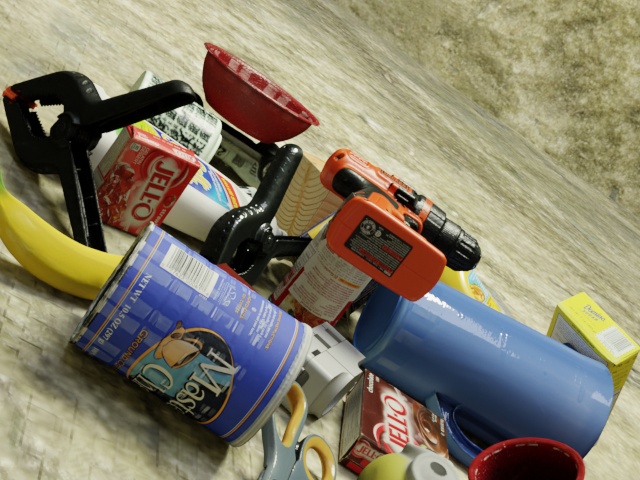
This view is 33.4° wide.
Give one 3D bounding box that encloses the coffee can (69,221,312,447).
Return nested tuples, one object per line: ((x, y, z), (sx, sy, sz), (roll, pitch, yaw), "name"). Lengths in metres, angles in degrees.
((-0.091, 0.067, 0.761), (0.140, 0.103, 0.103), (34, 18, -10), "coffee can")

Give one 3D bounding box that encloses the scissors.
((-0.025, 0.181, 0.743), (0.096, 0.016, 0.201), (53, 26, -26), "scissors")

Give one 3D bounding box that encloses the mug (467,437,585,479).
((0.159, 0.222, 0.863), (0.093, 0.117, 0.081), (-125, -158, -66), "mug")

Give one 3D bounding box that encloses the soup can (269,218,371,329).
((0.007, 0.037, 1.022), (0.068, 0.102, 0.068), (34, 18, -13), "soup can")

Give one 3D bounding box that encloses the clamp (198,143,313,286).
((-0.057, 0.001, 1.003), (0.039, 0.171, 0.120), (11, -44, 38), "clamp")

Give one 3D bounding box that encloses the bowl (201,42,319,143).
((-0.081, -0.160, 1.232), (0.162, 0.055, 0.162), (34, 12, -8), "bowl")

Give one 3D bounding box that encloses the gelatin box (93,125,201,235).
((-0.160, -0.051, 0.939), (0.073, 0.089, 0.030), (24, 23, -37), "gelatin box")

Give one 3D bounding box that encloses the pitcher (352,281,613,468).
((0.154, 0.135, 1.051), (0.242, 0.145, 0.149), (29, 8, -14), "pitcher")

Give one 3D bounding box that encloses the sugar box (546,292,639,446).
((0.283, 0.150, 1.174), (0.048, 0.176, 0.093), (-22, 52, -22), "sugar box")

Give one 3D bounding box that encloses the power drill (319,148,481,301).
((0.076, -0.007, 1.001), (0.184, 0.057, 0.187), (32, 15, -5), "power drill")

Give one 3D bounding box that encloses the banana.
((-0.173, 0.012, 0.814), (0.037, 0.069, 0.197), (-4, -25, 45), "banana")

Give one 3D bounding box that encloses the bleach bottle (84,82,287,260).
((-0.133, -0.051, 1.035), (0.250, 0.068, 0.102), (30, 26, -29), "bleach bottle")

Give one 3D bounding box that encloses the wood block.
((0.038, -0.020, 1.227), (0.205, 0.091, 0.090), (21, 19, -44), "wood block")

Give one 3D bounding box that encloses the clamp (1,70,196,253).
((-0.199, -0.097, 0.906), (0.210, 0.164, 0.036), (39, 7, 37), "clamp")

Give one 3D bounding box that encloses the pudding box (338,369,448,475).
((0.063, 0.170, 0.907), (0.090, 0.039, 0.113), (34, 18, -9), "pudding box")
